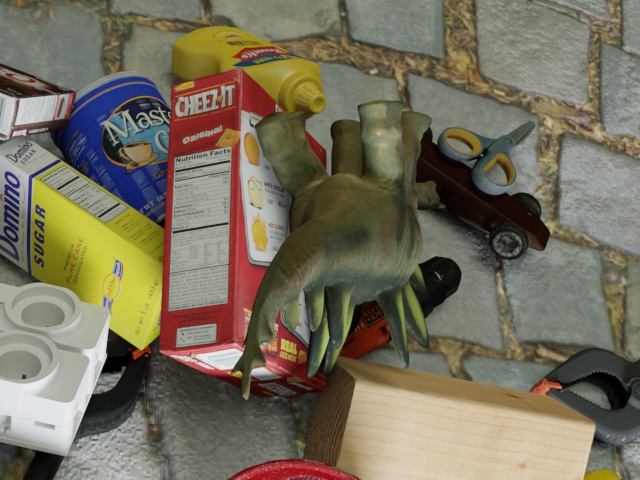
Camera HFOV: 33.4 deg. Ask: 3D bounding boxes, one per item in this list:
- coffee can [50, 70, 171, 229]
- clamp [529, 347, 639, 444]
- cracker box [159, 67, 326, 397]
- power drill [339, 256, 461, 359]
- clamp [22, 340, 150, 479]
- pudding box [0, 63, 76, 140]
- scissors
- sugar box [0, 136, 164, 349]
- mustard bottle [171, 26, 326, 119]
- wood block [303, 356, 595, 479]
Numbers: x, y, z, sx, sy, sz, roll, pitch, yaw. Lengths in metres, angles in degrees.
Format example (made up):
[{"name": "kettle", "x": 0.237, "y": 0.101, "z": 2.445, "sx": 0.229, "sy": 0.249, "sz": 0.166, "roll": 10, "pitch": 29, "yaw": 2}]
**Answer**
[{"name": "coffee can", "x": -0.153, "y": -0.060, "z": 0.915, "sx": 0.102, "sy": 0.103, "sz": 0.140, "roll": -23, "pitch": 69, "yaw": -33}, {"name": "clamp", "x": 0.297, "y": 0.141, "z": 1.013, "sx": 0.209, "sy": 0.036, "sz": 0.164, "roll": 13, "pitch": 54, "yaw": -14}, {"name": "cracker box", "x": -0.055, "y": 0.001, "z": 0.827, "sx": 0.072, "sy": 0.164, "sz": 0.213, "roll": -9, "pitch": 69, "yaw": 21}, {"name": "power drill", "x": 0.019, "y": 0.011, "z": 0.969, "sx": 0.184, "sy": 0.057, "sz": 0.188, "roll": -28, "pitch": 72, "yaw": -35}, {"name": "clamp", "x": -0.194, "y": 0.132, "z": 0.808, "sx": 0.171, "sy": 0.039, "sz": 0.120, "roll": -20, "pitch": 67, "yaw": -33}, {"name": "pudding box", "x": -0.268, "y": -0.119, "z": 0.855, "sx": 0.113, "sy": 0.039, "sz": 0.090, "roll": 24, "pitch": 18, "yaw": 12}, {"name": "scissors", "x": 0.174, "y": -0.107, "z": 1.108, "sx": 0.096, "sy": 0.016, "sz": 0.201, "roll": 32, "pitch": 33, "yaw": -2}, {"name": "sugar box", "x": -0.191, "y": 0.001, "z": 0.848, "sx": 0.176, "sy": 0.093, "sz": 0.048, "roll": 30, "pitch": 36, "yaw": 9}, {"name": "mustard bottle", "x": -0.055, "y": -0.151, "z": 0.987, "sx": 0.096, "sy": 0.058, "sz": 0.192, "roll": -9, "pitch": 26, "yaw": -33}, {"name": "wood block", "x": 0.102, "y": 0.161, "z": 0.863, "sx": 0.206, "sy": 0.091, "sz": 0.090, "roll": 12, "pitch": 94, "yaw": -15}]
